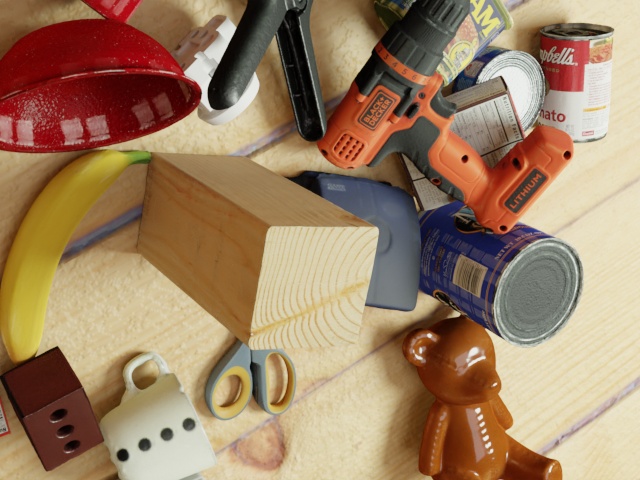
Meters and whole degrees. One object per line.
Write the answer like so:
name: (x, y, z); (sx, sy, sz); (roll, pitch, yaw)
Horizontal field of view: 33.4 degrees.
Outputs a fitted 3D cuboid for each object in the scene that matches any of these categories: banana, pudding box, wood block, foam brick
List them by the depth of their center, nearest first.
wood block: (-0.055, 0.002, 0.806); (0.090, 0.206, 0.090); (1, 107, -32)
banana: (-0.202, 0.005, 0.821); (0.069, 0.037, 0.198); (32, 90, -36)
foam brick: (-0.211, 0.133, 0.841); (0.053, 0.051, 0.078); (-28, 140, -19)
pudding box: (0.127, -0.085, 0.958); (0.113, 0.039, 0.090); (-21, 120, 8)

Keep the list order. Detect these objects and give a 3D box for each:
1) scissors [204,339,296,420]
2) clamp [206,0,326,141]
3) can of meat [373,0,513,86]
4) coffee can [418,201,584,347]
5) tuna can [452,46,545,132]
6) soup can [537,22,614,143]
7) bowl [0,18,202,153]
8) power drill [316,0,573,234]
scissors: (-0.072, 0.078, 0.938); (0.096, 0.016, 0.202); (-25, 120, -19)
clamp: (-0.035, -0.183, 0.814); (0.164, 0.036, 0.210); (-8, 100, -65)
can of meat: (0.104, -0.196, 0.921); (0.084, 0.058, 0.102); (-44, 123, -7)
coffee can: (0.156, 0.025, 0.982); (0.102, 0.140, 0.103); (-11, 113, -28)
tuna can: (0.165, -0.136, 0.993); (0.086, 0.034, 0.086); (-11, 113, -27)
soup can: (0.241, -0.150, 1.013); (0.068, 0.069, 0.102); (-14, 115, -26)
bowl: (-0.167, -0.112, 0.752); (0.161, 0.162, 0.055); (-7, 79, -29)
power drill: (0.116, -0.104, 0.892); (0.187, 0.057, 0.185); (31, 117, -13)
